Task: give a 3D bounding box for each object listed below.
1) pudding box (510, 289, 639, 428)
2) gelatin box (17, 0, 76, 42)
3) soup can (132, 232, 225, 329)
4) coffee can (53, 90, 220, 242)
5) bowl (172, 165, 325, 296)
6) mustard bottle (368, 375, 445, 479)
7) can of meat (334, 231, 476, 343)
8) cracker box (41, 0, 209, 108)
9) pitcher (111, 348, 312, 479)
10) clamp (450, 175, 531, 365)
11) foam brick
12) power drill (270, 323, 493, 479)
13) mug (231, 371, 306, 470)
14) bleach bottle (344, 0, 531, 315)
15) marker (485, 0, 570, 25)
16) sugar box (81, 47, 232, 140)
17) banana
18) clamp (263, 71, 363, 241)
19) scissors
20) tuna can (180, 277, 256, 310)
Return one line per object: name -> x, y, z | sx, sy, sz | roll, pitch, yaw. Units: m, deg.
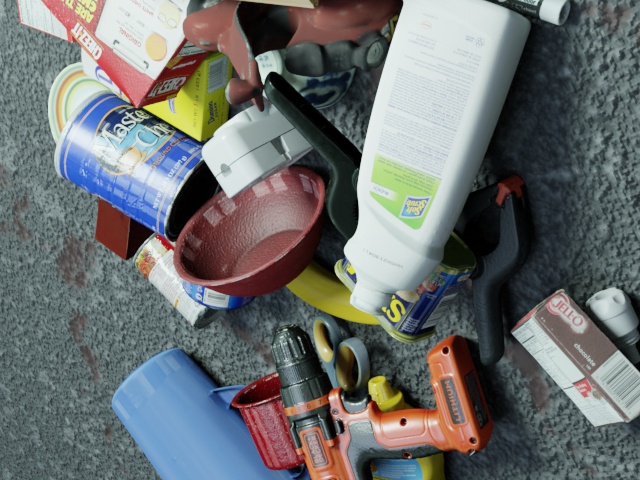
pudding box -> 0.210, 0.097, 0.863 | 0.113, 0.039, 0.090 | 50, 172, 9
gelatin box -> -0.288, -0.260, 1.141 | 0.089, 0.030, 0.073 | 24, 130, 31
soup can -> -0.145, 0.039, 1.162 | 0.102, 0.068, 0.069 | 44, 136, 12
coffee can -> -0.183, -0.076, 1.085 | 0.140, 0.102, 0.103 | 30, 132, 13
bowl -> -0.057, 0.001, 1.008 | 0.162, 0.162, 0.055 | 4, 138, 41
mustard bottle -> 0.080, 0.224, 1.072 | 0.096, 0.058, 0.191 | 0, 114, 41
can of meat -> 0.072, 0.020, 0.898 | 0.102, 0.057, 0.084 | 48, 127, 26
cracker box -> -0.142, -0.252, 0.947 | 0.164, 0.072, 0.214 | 48, 122, 10
pitcher -> -0.121, 0.237, 1.229 | 0.243, 0.149, 0.145 | 48, 152, 15
clamp -> 0.136, 0.025, 0.908 | 0.120, 0.039, 0.172 | 38, 130, 10
foam brick -> -0.215, -0.028, 1.198 | 0.053, 0.051, 0.078 | 35, 134, 21
power drill -> 0.054, 0.148, 0.999 | 0.188, 0.057, 0.184 | -19, 90, 24
mug -> -0.031, 0.189, 1.119 | 0.117, 0.093, 0.081 | -2, 112, 66
bleach bottle -> 0.072, -0.065, 0.823 | 0.103, 0.068, 0.251 | 25, 102, 27
marker -> 0.130, -0.188, 0.806 | 0.121, 0.020, 0.020 | 26, 129, 29
sugar box -> -0.167, -0.179, 1.066 | 0.176, 0.048, 0.093 | 29, 130, 26
banana -> 0.019, 0.043, 1.035 | 0.198, 0.037, 0.070 | 27, 129, 29
clamp -> 0.055, -0.063, 0.921 | 0.165, 0.036, 0.210 | -7, 122, 19
scissors -> 0.012, 0.150, 1.119 | 0.096, 0.016, 0.202 | 56, 152, 26
tuna can -> -0.101, 0.032, 1.104 | 0.086, 0.086, 0.034 | 34, 134, 23
